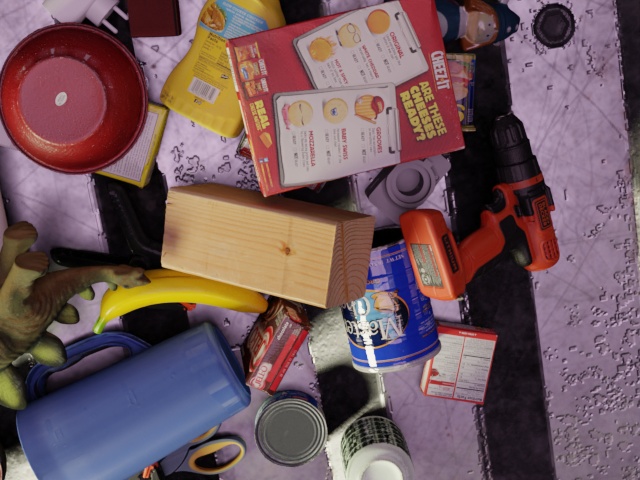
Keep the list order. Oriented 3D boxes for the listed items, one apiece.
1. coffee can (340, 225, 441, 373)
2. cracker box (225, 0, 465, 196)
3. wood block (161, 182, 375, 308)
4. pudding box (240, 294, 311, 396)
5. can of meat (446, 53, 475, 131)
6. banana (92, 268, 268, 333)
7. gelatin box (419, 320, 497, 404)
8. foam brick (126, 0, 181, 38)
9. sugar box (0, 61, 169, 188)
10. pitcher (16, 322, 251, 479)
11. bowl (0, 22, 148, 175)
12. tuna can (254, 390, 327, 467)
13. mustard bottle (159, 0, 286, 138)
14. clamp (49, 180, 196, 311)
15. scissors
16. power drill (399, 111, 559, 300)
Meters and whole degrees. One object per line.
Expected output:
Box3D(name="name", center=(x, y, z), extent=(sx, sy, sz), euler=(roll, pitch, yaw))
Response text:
Box3D(name="coffee can", center=(0.071, 0.064, 1.193), extent=(0.103, 0.103, 0.140), euler=(-13, 102, 0))
Box3D(name="cracker box", center=(0.024, -0.150, 1.099), extent=(0.213, 0.072, 0.164), euler=(-14, 100, -4))
Box3D(name="wood block", center=(-0.058, 0.002, 1.133), extent=(0.206, 0.090, 0.091), euler=(13, 102, 28))
Box3D(name="pudding box", center=(-0.052, 0.110, 1.191), extent=(0.039, 0.113, 0.090), euler=(28, 99, -12))
Box3D(name="can of meat", center=(0.120, -0.164, 1.173), extent=(0.102, 0.057, 0.084), euler=(1, 99, -3))
Box3D(name="banana", center=(-0.158, 0.060, 1.183), extent=(0.197, 0.037, 0.070), euler=(-6, 135, -4))
Box3D(name="gelatin box", center=(0.162, 0.143, 1.252), extent=(0.073, 0.030, 0.089), euler=(9, 101, -6))
Box3D(name="foam brick", center=(-0.179, -0.256, 1.140), extent=(0.051, 0.053, 0.078), euler=(-5, 101, -2))
Box3D(name="sugar box", center=(-0.262, -0.127, 1.167), extent=(0.176, 0.048, 0.093), euler=(18, 100, -3))
Box3D(name="pitcher", center=(-0.210, 0.182, 1.200), extent=(0.243, 0.145, 0.149), euler=(-28, 114, -1))
Box3D(name="bowl", center=(-0.263, -0.146, 1.112), extent=(0.162, 0.055, 0.162), euler=(0, 99, -1))
Box3D(name="tuna can", center=(-0.035, 0.221, 1.256), extent=(0.086, 0.034, 0.086), euler=(-1, 102, -3))
Box3D(name="mustard bottle", center=(-0.091, -0.214, 1.149), extent=(0.096, 0.058, 0.192), euler=(29, 99, 11))
Box3D(name="clamp", center=(-0.216, 0.027, 1.204), extent=(0.120, 0.039, 0.171), euler=(-36, 105, 20))
Box3D(name="scissors", center=(-0.189, 0.252, 1.264), extent=(0.201, 0.016, 0.096), euler=(-12, 102, 0))
Box3D(name="power drill", center=(0.176, -0.029, 1.162), extent=(0.187, 0.057, 0.184), euler=(-25, 103, -30))
